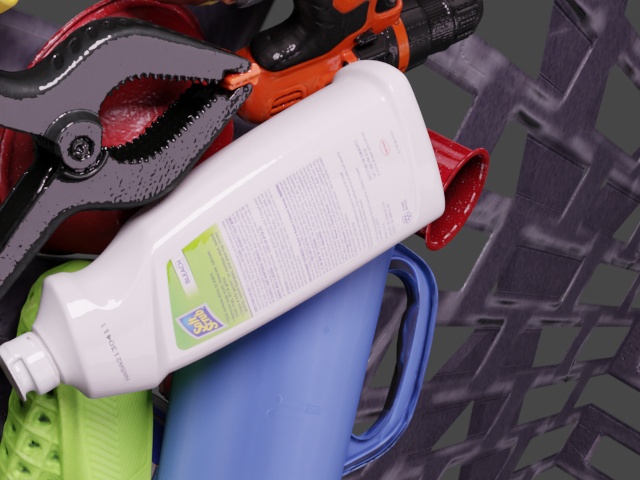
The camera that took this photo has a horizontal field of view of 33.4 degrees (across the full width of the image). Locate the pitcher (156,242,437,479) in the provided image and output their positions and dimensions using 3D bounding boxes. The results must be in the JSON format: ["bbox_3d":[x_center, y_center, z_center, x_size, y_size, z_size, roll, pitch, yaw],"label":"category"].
[{"bbox_3d":[-0.025,0.095,0.678,0.144,0.149,0.243,30,68,-63],"label":"pitcher"}]

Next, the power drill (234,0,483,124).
[{"bbox_3d":[0.035,-0.154,0.601,0.184,0.057,0.188,-27,155,-24],"label":"power drill"}]

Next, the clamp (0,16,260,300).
[{"bbox_3d":[-0.123,-0.053,0.483,0.209,0.036,0.164,-32,130,-22],"label":"clamp"}]

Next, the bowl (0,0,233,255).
[{"bbox_3d":[-0.098,-0.051,0.586,0.161,0.055,0.162,-43,151,-31],"label":"bowl"}]

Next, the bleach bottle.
[{"bbox_3d":[-0.054,0.001,0.562,0.250,0.068,0.102,-30,113,-22],"label":"bleach bottle"}]
